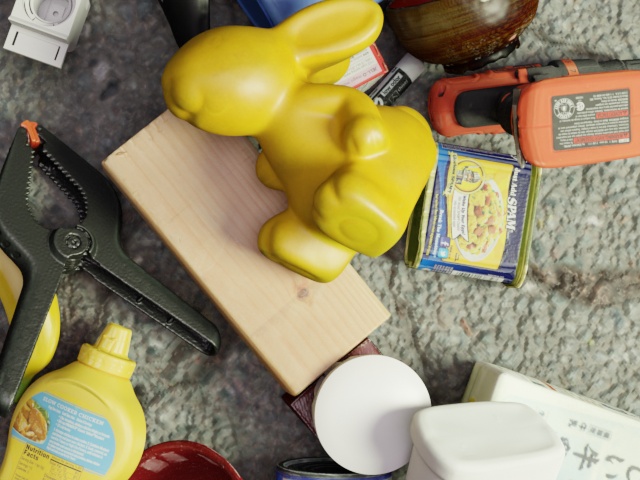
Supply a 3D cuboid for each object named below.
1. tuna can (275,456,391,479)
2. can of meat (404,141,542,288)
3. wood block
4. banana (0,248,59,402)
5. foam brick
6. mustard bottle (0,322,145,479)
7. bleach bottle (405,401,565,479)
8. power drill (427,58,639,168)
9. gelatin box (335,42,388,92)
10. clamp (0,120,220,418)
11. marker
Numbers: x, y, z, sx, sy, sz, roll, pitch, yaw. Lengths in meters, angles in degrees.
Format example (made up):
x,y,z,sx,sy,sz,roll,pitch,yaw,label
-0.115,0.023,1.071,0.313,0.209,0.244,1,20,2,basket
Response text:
x,y,z,sx,sy,sz,roll,pitch,yaw,label
0.009,0.179,0.771,0.086,0.086,0.034,1,87,-7,tuna can
0.113,-0.020,0.803,0.084,0.057,0.102,9,88,-5,can of meat
-0.055,0.001,0.765,0.090,0.090,0.206,-39,93,-8,wood block
-0.239,0.017,0.767,0.069,0.037,0.198,-28,92,-9,banana
0.019,0.113,0.790,0.078,0.053,0.051,-39,94,-6,foam brick
-0.178,0.150,0.759,0.096,0.058,0.191,20,85,17,mustard bottle
0.088,0.231,0.745,0.102,0.068,0.251,-1,120,-24,bleach bottle
0.181,-0.095,0.750,0.184,0.188,0.057,-9,102,-4,power drill
0.000,-0.110,0.782,0.089,0.073,0.030,-30,92,-7,gelatin box
-0.182,0.015,0.744,0.164,0.036,0.210,-22,76,-32,clamp
0.033,-0.094,0.813,0.020,0.020,0.121,43,84,-4,marker
